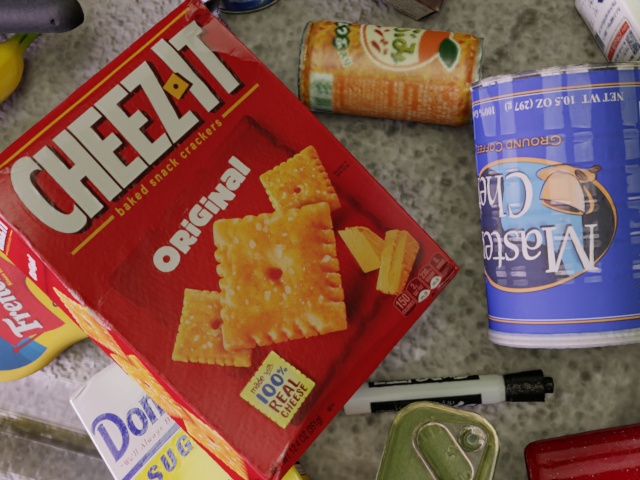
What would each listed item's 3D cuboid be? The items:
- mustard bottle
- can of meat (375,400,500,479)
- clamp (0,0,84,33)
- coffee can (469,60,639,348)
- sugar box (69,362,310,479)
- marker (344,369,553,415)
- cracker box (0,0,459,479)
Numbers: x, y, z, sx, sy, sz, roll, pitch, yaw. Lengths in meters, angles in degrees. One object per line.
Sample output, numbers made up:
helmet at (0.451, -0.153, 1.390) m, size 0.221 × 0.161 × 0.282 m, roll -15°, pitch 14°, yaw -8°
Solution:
mustard bottle at (-0.178, 0.030, 0.631) m, size 0.191 × 0.058 × 0.096 m, roll -22°, pitch 98°, yaw 2°
can of meat at (0.058, 0.149, 0.561) m, size 0.057 × 0.084 × 0.102 m, roll 10°, pitch 60°, yaw 13°
clamp at (-0.213, -0.154, 0.669) m, size 0.172 × 0.039 × 0.120 m, roll -8°, pitch 37°, yaw 15°
coffee can at (0.136, -0.019, 0.575) m, size 0.103 × 0.103 × 0.140 m, roll -5°, pitch 92°, yaw 5°
sugar box at (-0.060, 0.137, 0.609) m, size 0.093 × 0.048 × 0.176 m, roll -34°, pitch 80°, yaw -1°
marker at (0.074, 0.088, 0.618) m, size 0.121 × 0.020 × 0.020 m, roll -5°, pitch 80°, yaw 5°
cracker box at (-0.054, 0.001, 0.571) m, size 0.213 × 0.072 × 0.164 m, roll 46°, pitch 67°, yaw -4°
